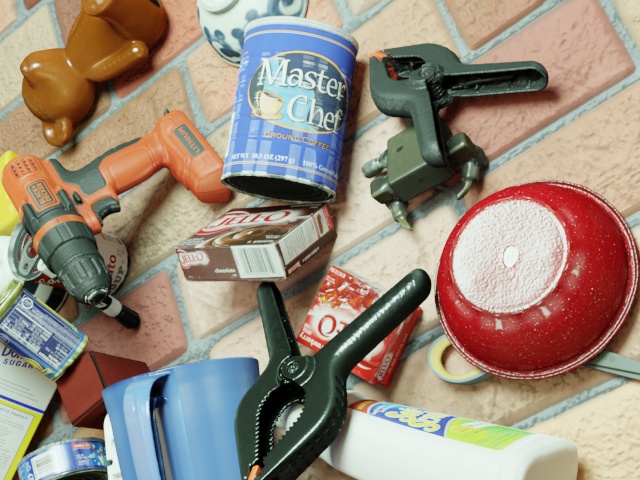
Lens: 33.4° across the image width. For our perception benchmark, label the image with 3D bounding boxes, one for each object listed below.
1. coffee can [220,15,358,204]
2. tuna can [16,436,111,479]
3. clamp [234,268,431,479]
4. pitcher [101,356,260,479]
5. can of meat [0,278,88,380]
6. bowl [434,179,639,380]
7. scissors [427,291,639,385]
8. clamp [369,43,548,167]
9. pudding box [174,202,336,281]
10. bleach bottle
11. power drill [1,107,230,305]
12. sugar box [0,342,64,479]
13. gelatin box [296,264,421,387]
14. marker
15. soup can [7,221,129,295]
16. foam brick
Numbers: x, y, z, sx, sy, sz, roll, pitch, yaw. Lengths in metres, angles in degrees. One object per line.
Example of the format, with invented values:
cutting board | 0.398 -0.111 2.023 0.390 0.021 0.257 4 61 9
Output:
coffee can | -0.026 -0.111 0.933 0.103 0.102 0.140 2 79 36
tuna can | -0.240 0.219 1.007 0.086 0.086 0.034 -34 62 24
clamp | -0.003 0.102 0.818 0.165 0.036 0.210 -11 43 31
pitcher | -0.096 0.220 0.859 0.145 0.149 0.243 -33 65 53
can of meat | -0.272 0.085 1.005 0.057 0.084 0.102 -53 17 -13
bowl | 0.148 0.019 0.790 0.162 0.055 0.162 -13 64 27
scissors | 0.159 0.093 0.799 0.202 0.016 0.096 33 95 37
clamp | 0.102 -0.128 0.871 0.120 0.039 0.172 -28 39 -8
pudding box | -0.056 0.001 0.932 0.114 0.089 0.039 0 115 34
bleach bottle | 0.058 0.156 0.802 0.251 0.102 0.068 9 97 37
power drill | -0.181 -0.038 0.986 0.187 0.057 0.185 -25 56 -21
sugar box | -0.331 0.173 1.079 0.176 0.093 0.048 -63 17 2
gelatin box | 0.031 0.070 0.888 0.089 0.030 0.073 27 94 37
marker | -0.218 0.051 1.017 0.020 0.121 0.020 -27 42 27
soup can | -0.248 0.016 1.056 0.069 0.102 0.068 -10 71 33
foam brick | -0.197 0.143 1.002 0.053 0.078 0.051 -41 57 17
